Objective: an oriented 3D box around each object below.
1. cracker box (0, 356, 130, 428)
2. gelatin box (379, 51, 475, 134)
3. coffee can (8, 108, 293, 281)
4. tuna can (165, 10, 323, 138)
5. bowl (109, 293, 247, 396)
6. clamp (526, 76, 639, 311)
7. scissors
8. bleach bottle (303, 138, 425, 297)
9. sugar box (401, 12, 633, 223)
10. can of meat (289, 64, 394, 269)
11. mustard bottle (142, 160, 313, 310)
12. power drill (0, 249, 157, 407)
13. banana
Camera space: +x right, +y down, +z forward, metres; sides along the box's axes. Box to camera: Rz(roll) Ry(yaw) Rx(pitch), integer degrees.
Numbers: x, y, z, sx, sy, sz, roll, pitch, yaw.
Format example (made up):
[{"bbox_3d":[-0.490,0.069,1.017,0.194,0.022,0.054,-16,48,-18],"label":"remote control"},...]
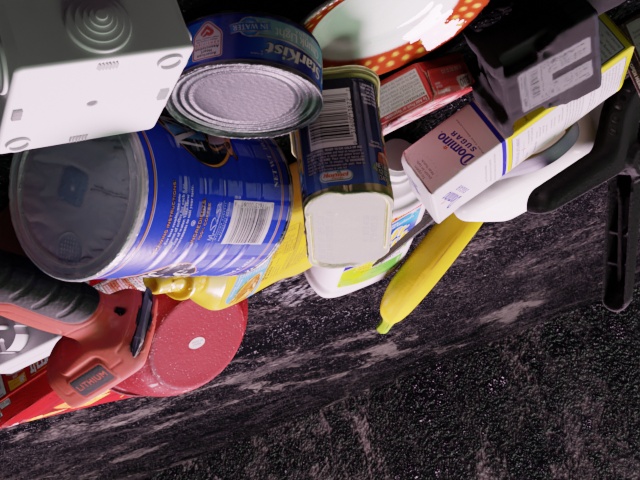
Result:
[{"bbox_3d":[-0.218,0.124,1.104,0.213,0.072,0.164,-7,161,-46],"label":"cracker box"},{"bbox_3d":[0.051,-0.091,0.715,0.089,0.030,0.073,-24,-179,32],"label":"gelatin box"},{"bbox_3d":[-0.097,-0.028,0.635,0.103,0.103,0.140,-29,164,30],"label":"coffee can"},{"bbox_3d":[-0.041,-0.088,0.577,0.086,0.034,0.086,0,160,0],"label":"tuna can"},{"bbox_3d":[-0.116,0.071,0.892,0.161,0.055,0.162,-21,126,-32],"label":"bowl"},{"bbox_3d":[0.254,-0.055,0.891,0.036,0.209,0.164,11,149,45],"label":"clamp"},{"bbox_3d":[0.130,-0.043,0.851,0.201,0.016,0.096,-48,-153,-13],"label":"scissors"},{"bbox_3d":[0.041,-0.023,0.939,0.102,0.068,0.251,-21,164,-11],"label":"bleach bottle"},{"bbox_3d":[0.142,-0.089,0.785,0.176,0.048,0.093,-34,165,0],"label":"sugar box"},{"bbox_3d":[0.012,-0.041,0.642,0.057,0.084,0.102,-6,153,-1],"label":"can of meat"},{"bbox_3d":[-0.055,0.001,0.782,0.191,0.058,0.096,-26,146,-48],"label":"mustard bottle"},{"bbox_3d":[-0.213,0.043,0.672,0.187,0.057,0.185,29,140,-30],"label":"power drill"},{"bbox_3d":[0.114,0.008,1.047,0.198,0.037,0.070,-51,-177,-4],"label":"banana"}]
